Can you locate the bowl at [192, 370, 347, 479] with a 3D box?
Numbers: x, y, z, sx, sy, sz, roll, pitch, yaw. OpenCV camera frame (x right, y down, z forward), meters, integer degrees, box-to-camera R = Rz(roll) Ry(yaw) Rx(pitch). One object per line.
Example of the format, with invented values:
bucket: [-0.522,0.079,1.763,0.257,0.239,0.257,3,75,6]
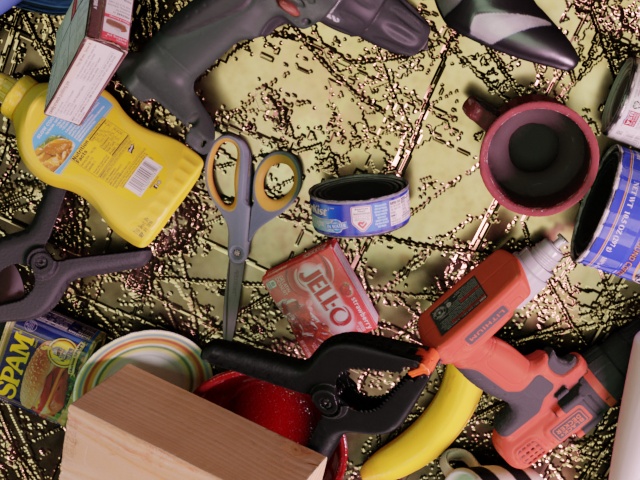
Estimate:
bowl: [-0.052,0.183,0.996,0.162,0.055,0.162,2,107,7]

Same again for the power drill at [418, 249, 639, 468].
power drill: [0.188,0.093,0.908,0.184,0.057,0.187,-42,118,8]

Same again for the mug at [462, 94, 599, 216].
mug: [0.166,-0.081,0.874,0.117,0.081,0.093,32,108,-2]

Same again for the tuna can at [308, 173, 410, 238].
tuna can: [0.034,-0.030,0.906,0.086,0.086,0.034,-3,108,9]

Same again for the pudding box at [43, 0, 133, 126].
pudding box: [-0.188,-0.161,0.871,0.039,0.090,0.114,14,147,-24]

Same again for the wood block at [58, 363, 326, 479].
wood block: [-0.112,0.199,0.919,0.206,0.090,0.090,22,116,19]

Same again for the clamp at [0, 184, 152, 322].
clamp: [-0.252,0.007,0.959,0.171,0.039,0.120,-31,91,-13]

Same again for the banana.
banana: [0.104,0.152,0.978,0.070,0.037,0.198,29,108,18]

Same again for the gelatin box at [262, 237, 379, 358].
gelatin box: [0.001,0.053,0.964,0.073,0.030,0.089,-27,101,14]

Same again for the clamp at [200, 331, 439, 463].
clamp: [0.002,0.122,0.897,0.210,0.036,0.164,-32,99,35]

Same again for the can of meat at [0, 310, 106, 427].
can of meat: [-0.259,0.116,1.006,0.084,0.057,0.102,23,108,-2]

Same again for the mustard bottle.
mustard bottle: [-0.204,-0.084,0.929,0.191,0.058,0.096,35,76,-3]

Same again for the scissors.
scissors: [-0.056,0.001,0.964,0.096,0.016,0.202,-5,106,9]
